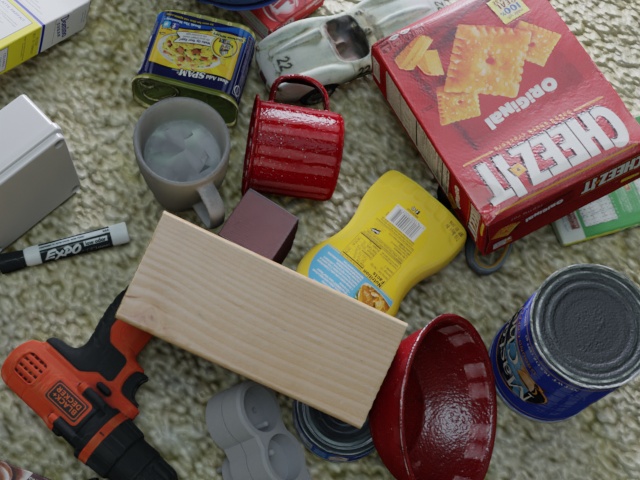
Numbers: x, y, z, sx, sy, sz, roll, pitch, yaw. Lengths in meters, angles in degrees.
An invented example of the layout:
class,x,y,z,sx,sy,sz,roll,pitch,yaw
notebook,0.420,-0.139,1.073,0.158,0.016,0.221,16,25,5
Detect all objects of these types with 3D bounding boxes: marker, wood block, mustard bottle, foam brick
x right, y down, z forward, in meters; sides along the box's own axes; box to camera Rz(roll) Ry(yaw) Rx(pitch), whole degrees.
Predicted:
class,x,y,z,sx,sy,sz,roll,pitch,yaw
marker,-0.231,0.008,0.952,0.121,0.020,0.020,-15,72,-10
wood block,-0.047,0.063,0.849,0.206,0.090,0.091,25,86,-4
mustard bottle,0.033,0.034,0.939,0.096,0.058,0.191,42,78,12
foam brick,-0.056,0.001,0.939,0.053,0.078,0.051,31,69,6

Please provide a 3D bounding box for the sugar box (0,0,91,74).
class,x,y,z,sx,sy,sz,roll,pitch,yaw
sugar box,-0.307,-0.201,0.980,0.093,0.048,0.176,41,48,10

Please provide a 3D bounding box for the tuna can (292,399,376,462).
class,x,y,z,sx,sy,sz,roll,pitch,yaw
tuna can,0.019,0.145,0.916,0.086,0.034,0.086,2,70,-5

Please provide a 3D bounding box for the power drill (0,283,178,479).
class,x,y,z,sx,sy,sz,roll,pitch,yaw
power drill,-0.145,0.107,0.903,0.184,0.057,0.187,41,71,6

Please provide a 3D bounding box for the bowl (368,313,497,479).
class,x,y,z,sx,sy,sz,roll,pitch,yaw
bowl,0.087,0.141,0.884,0.055,0.162,0.162,-3,64,35

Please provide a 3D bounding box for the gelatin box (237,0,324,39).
class,x,y,z,sx,sy,sz,roll,pitch,yaw
gelatin box,-0.051,-0.249,1.057,0.073,0.030,0.089,-39,77,-16

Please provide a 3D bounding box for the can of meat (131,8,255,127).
class,x,y,z,sx,sy,sz,roll,pitch,yaw
can of meat,-0.117,-0.164,1.006,0.102,0.057,0.084,14,67,0

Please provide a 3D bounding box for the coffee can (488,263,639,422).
class,x,y,z,sx,sy,sz,roll,pitch,yaw
coffee can,0.207,0.090,0.896,0.102,0.140,0.103,2,70,-5

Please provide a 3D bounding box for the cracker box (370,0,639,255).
class,x,y,z,sx,sy,sz,roll,pitch,yaw
cracker box,0.164,-0.119,0.953,0.164,0.072,0.214,-27,66,-5

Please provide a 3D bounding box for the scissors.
class,x,y,z,sx,sy,sz,roll,pitch,yaw
scissors,0.145,-0.062,1.013,0.096,0.016,0.201,6,65,1

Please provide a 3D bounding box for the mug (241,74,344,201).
class,x,y,z,sx,sy,sz,roll,pitch,yaw
mug,-0.023,-0.092,0.968,0.081,0.093,0.117,8,85,-7
